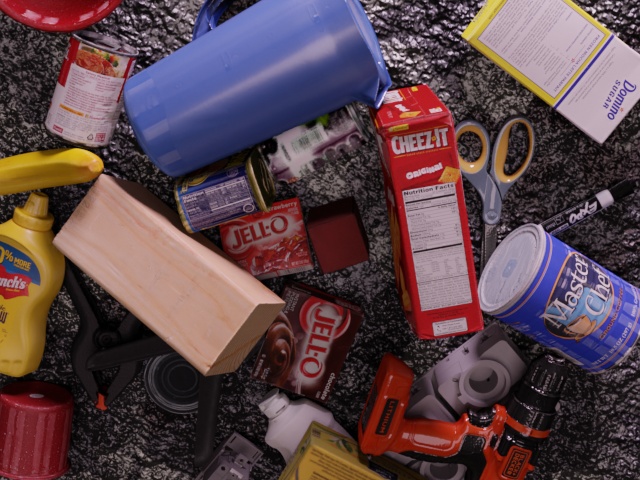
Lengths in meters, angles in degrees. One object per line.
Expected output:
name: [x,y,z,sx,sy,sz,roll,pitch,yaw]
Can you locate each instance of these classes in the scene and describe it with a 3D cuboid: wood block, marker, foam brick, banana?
wood block: [-0.149,0.034,1.057,0.206,0.090,0.090,39,96,14]
marker: [0.275,-0.031,1.118,0.121,0.020,0.020,-29,105,8]
foam brick: [0.018,-0.007,1.095,0.051,0.078,0.053,-16,106,6]
banana: [-0.290,-0.065,1.071,0.198,0.069,0.037,-8,114,22]

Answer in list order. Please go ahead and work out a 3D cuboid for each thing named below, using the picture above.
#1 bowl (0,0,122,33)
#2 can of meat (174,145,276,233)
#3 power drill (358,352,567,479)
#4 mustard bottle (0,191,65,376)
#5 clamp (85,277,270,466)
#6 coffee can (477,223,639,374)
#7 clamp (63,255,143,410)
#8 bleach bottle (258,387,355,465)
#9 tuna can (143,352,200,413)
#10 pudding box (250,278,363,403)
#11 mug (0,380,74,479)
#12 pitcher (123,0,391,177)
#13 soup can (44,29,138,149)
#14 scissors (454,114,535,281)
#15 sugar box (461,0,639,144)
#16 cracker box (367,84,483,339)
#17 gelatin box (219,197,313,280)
bowl: [-0.250,-0.283,1.022,0.162,0.055,0.162,0,107,0]
can of meat: [-0.095,-0.051,1.070,0.084,0.102,0.057,-17,104,8]
power drill: [0.144,0.179,1.097,0.187,0.057,0.184,18,106,-5]
mustard bottle: [-0.318,0.040,1.116,0.096,0.058,0.192,25,105,17]
clamp: [-0.133,0.106,1.119,0.164,0.036,0.210,33,80,5]
coffee can: [0.247,0.060,1.095,0.140,0.103,0.103,30,105,-15]
clamp: [-0.236,0.094,1.147,0.120,0.039,0.171,17,99,2]
bleach bottle: [0.013,0.271,1.189,0.102,0.068,0.251,-37,101,9]
tuna can: [-0.149,0.145,1.164,0.086,0.034,0.086,0,107,0]
pudding box: [-0.015,0.108,1.150,0.090,0.039,0.113,20,106,-7]
mug: [-0.321,0.200,1.161,0.117,0.093,0.081,18,104,32]
pitcher: [-0.066,-0.167,1.030,0.243,0.149,0.145,-25,120,10]
soup can: [-0.227,-0.149,1.057,0.068,0.068,0.102,19,107,-6]
scissors: [0.163,-0.040,1.118,0.096,0.016,0.202,17,106,-4]
sugar box: [0.238,-0.185,1.059,0.176,0.048,0.093,35,104,-14]
cracker box: [0.098,-0.031,1.043,0.072,0.164,0.214,-11,107,1]
gelatin box: [-0.057,0.001,1.107,0.089,0.030,0.073,-12,77,3]
